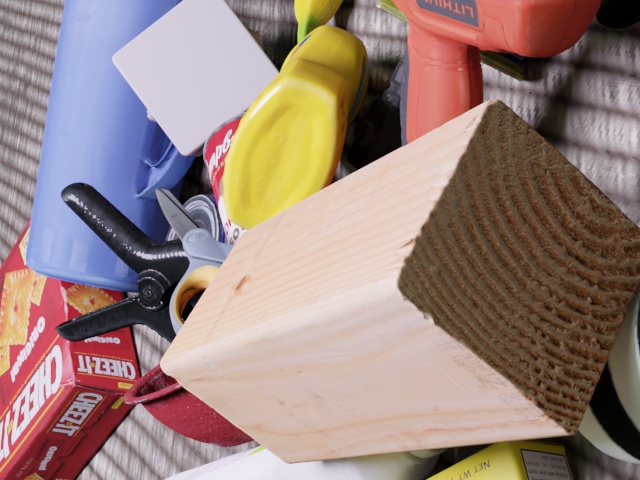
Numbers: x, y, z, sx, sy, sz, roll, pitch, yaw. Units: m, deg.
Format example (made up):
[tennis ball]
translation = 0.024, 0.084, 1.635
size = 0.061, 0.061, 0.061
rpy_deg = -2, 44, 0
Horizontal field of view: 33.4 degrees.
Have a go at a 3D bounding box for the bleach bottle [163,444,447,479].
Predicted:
[bleach bottle]
translation = -0.023, 0.140, 0.600
size = 0.251, 0.102, 0.068
rpy_deg = -34, 82, 43

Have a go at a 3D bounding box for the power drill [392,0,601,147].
[power drill]
translation = 0.080, -0.035, 0.508
size = 0.185, 0.057, 0.188
rpy_deg = 35, 129, 46

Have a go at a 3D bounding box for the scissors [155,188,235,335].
[scissors]
translation = -0.054, 0.001, 0.646
size = 0.202, 0.096, 0.016
rpy_deg = -105, -3, -59

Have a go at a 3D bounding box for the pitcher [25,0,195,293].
[pitcher]
translation = -0.156, -0.083, 0.859
size = 0.149, 0.145, 0.243
rpy_deg = 71, -150, -89

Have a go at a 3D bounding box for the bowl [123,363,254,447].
[bowl]
translation = -0.033, 0.075, 0.632
size = 0.162, 0.161, 0.055
rpy_deg = -23, 97, 49

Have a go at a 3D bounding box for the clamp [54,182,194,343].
[clamp]
translation = -0.117, 0.022, 0.749
size = 0.172, 0.039, 0.120
rpy_deg = 4, 113, 19

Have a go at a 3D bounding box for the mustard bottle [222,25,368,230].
[mustard bottle]
translation = -0.007, -0.079, 0.648
size = 0.191, 0.058, 0.096
rpy_deg = -69, 1, -64

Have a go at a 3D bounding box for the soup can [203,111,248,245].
[soup can]
translation = -0.036, -0.028, 0.713
size = 0.069, 0.068, 0.102
rpy_deg = -49, 42, 32

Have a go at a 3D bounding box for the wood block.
[wood block]
translation = 0.024, 0.030, 0.456
size = 0.206, 0.090, 0.090
rpy_deg = -24, 31, 58

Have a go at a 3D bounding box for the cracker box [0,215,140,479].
[cracker box]
translation = -0.241, 0.092, 0.956
size = 0.164, 0.072, 0.214
rpy_deg = -50, 42, 32

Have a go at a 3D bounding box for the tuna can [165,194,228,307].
[tuna can]
translation = -0.085, 0.010, 0.798
size = 0.086, 0.033, 0.086
rpy_deg = -26, 57, 48
